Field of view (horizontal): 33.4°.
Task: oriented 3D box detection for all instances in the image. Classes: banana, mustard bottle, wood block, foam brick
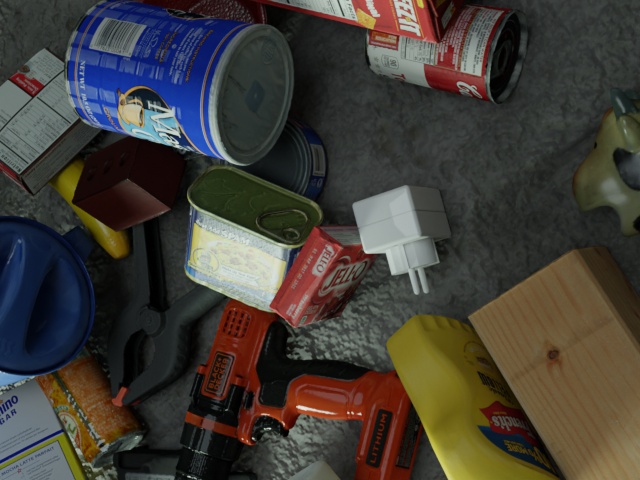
[{"bbox_3d":[-0.240,-0.055,0.974,0.198,0.037,0.070,29,122,26],"label":"banana"},{"bbox_3d":[0.112,0.136,0.712,0.058,0.096,0.192,-44,39,18],"label":"mustard bottle"},{"bbox_3d":[0.200,0.114,0.715,0.091,0.090,0.206,-36,75,24],"label":"wood block"},{"bbox_3d":[-0.162,-0.049,0.904,0.078,0.051,0.053,-19,46,38],"label":"foam brick"}]

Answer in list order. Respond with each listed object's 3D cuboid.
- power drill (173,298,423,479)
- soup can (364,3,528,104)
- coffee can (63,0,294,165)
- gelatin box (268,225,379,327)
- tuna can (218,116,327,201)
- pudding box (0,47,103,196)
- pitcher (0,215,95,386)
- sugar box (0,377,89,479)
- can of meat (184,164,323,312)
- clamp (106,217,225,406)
[{"bbox_3d":[-0.020,0.149,0.831,0.188,0.057,0.184,13,83,24],"label":"power drill"},{"bbox_3d":[0.092,-0.144,0.783,0.102,0.068,0.068,18,98,27],"label":"soup can"},{"bbox_3d":[-0.105,-0.121,0.801,0.140,0.102,0.103,16,97,27],"label":"coffee can"},{"bbox_3d":[0.006,0.026,0.814,0.030,0.089,0.073,36,105,19],"label":"gelatin box"},{"bbox_3d":[-0.038,-0.060,0.868,0.086,0.033,0.086,0,90,27],"label":"tuna can"},{"bbox_3d":[-0.250,-0.107,0.947,0.090,0.039,0.113,37,75,22],"label":"pudding box"},{"bbox_3d":[-0.307,0.070,0.939,0.243,0.149,0.145,-23,65,45],"label":"pitcher"},{"bbox_3d":[-0.252,0.215,0.932,0.093,0.048,0.176,-26,56,-12],"label":"sugar box"},{"bbox_3d":[-0.055,0.001,0.833,0.102,0.057,0.084,23,134,11],"label":"can of meat"},{"bbox_3d":[-0.128,0.066,0.913,0.120,0.039,0.171,17,95,31],"label":"clamp"}]
